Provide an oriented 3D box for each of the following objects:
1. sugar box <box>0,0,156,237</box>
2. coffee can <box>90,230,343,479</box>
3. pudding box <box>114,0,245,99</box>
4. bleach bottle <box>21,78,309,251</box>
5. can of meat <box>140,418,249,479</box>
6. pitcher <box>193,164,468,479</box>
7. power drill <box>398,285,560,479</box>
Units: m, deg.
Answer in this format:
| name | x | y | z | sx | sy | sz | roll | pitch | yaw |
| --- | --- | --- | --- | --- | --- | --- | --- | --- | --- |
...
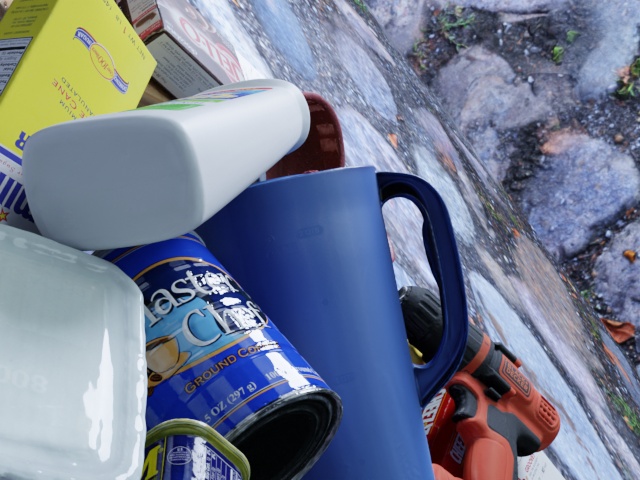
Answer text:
| name | x | y | z | sx | sy | sz | roll | pitch | yaw |
| --- | --- | --- | --- | --- | --- | --- | --- | --- | --- |
| sugar box | -0.158 | -0.064 | 0.603 | 0.093 | 0.048 | 0.176 | 56 | 41 | -48 |
| coffee can | -0.070 | 0.072 | 0.592 | 0.140 | 0.103 | 0.102 | 46 | 11 | 30 |
| pudding box | -0.099 | -0.138 | 0.782 | 0.113 | 0.039 | 0.090 | 38 | 22 | -44 |
| bleach bottle | -0.072 | -0.061 | 0.646 | 0.250 | 0.103 | 0.068 | -46 | 129 | -68 |
| can of meat | -0.082 | 0.143 | 0.481 | 0.057 | 0.102 | 0.084 | 46 | 20 | -27 |
| pitcher | 0.009 | 0.075 | 0.693 | 0.144 | 0.149 | 0.243 | -13 | 88 | -48 |
| power drill | 0.107 | 0.142 | 0.813 | 0.184 | 0.057 | 0.187 | 42 | 39 | -15 |
